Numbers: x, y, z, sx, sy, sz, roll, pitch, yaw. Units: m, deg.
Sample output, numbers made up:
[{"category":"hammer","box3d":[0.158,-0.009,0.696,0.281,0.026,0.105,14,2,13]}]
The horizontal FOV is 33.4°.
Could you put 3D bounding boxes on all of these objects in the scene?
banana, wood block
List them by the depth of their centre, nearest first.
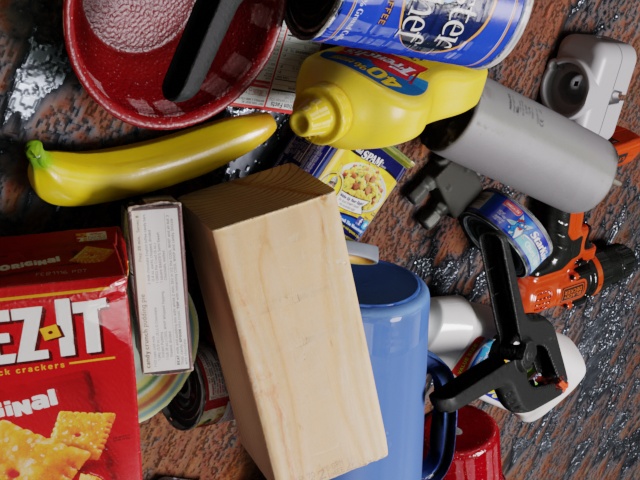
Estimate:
[{"category":"banana","box3d":[-0.118,-0.053,0.719,0.197,0.070,0.037,-16,85,-42]},{"category":"wood block","box3d":[-0.025,0.062,0.757,0.090,0.091,0.206,-18,112,-16]}]

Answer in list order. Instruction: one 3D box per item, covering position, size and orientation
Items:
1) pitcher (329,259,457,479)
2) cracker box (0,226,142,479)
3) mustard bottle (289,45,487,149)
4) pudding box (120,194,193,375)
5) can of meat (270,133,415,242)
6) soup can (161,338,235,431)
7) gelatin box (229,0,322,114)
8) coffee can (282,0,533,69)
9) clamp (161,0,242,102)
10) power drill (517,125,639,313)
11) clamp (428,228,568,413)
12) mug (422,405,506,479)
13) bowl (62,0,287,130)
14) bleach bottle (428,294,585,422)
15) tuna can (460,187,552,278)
[{"category":"pitcher","box3d":[0.040,0.141,0.926,0.149,0.145,0.243,-49,146,-61]},{"category":"cracker box","box3d":[-0.201,0.106,0.693,0.164,0.072,0.214,-6,121,-14]},{"category":"mustard bottle","box3d":[0.038,-0.107,0.758,0.191,0.096,0.058,-32,146,-50]},{"category":"pudding box","box3d":[-0.110,0.028,0.721,0.039,0.090,0.113,-7,97,-12]},{"category":"can of meat","box3d":[0.013,-0.053,0.837,0.102,0.058,0.084,31,93,-47]},{"category":"soup can","box3d":[-0.071,0.108,0.848,0.102,0.069,0.068,-7,118,-39]},{"category":"gelatin box","box3d":[-0.036,-0.137,0.763,0.073,0.030,0.089,1,113,-43]},{"category":"coffee can","box3d":[0.057,-0.175,0.714,0.140,0.103,0.103,4,112,-27]},{"category":"clamp","box3d":[-0.055,-0.165,0.640,0.171,0.039,0.120,-34,134,-22]},{"category":"power drill","box3d":[0.270,-0.021,1.082,0.184,0.057,0.188,-16,124,-35]},{"category":"clamp","box3d":[0.168,0.109,0.965,0.209,0.036,0.164,45,62,-44]},{"category":"mug","box3d":[0.148,0.218,1.102,0.117,0.093,0.081,-54,142,-51]},{"category":"bowl","box3d":[-0.100,-0.155,0.677,0.161,0.055,0.162,-21,126,-32]},{"category":"bleach bottle","box3d":[0.153,0.111,1.049,0.250,0.068,0.103,21,122,-41]},{"category":"tuna can","box3d":[0.170,-0.006,0.981,0.033,0.086,0.086,-43,135,-12]}]
